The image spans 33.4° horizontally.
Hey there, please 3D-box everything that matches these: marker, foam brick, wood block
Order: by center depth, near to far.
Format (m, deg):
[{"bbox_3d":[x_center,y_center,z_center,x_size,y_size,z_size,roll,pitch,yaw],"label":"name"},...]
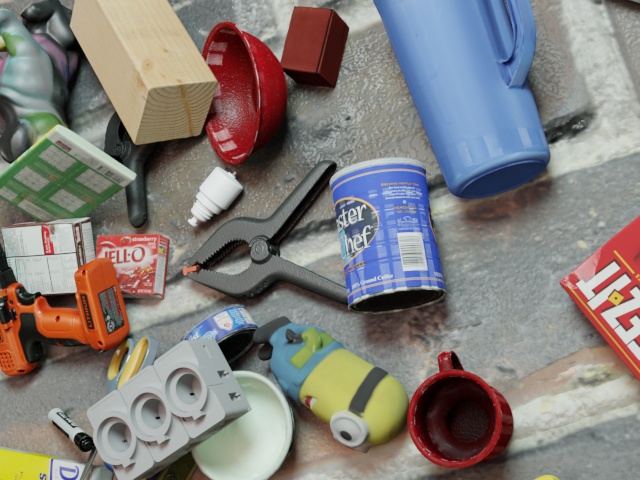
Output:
[{"bbox_3d":[-0.007,-0.221,1.220,0.051,0.053,0.078,10,81,25],"label":"foam brick"},{"bbox_3d":[-0.287,0.218,1.226,0.121,0.020,0.020,15,83,58],"label":"marker"},{"bbox_3d":[-0.213,-0.223,1.264,0.206,0.090,0.091,58,142,28],"label":"wood block"}]

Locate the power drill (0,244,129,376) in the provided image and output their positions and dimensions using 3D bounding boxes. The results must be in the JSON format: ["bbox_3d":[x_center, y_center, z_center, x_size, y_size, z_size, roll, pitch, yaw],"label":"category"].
[{"bbox_3d":[-0.324,0.066,1.253,0.188,0.057,0.184,-7,105,28],"label":"power drill"}]

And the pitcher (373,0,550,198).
[{"bbox_3d":[0.155,-0.176,1.094,0.145,0.149,0.243,-19,74,7],"label":"pitcher"}]

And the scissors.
[{"bbox_3d":[-0.246,0.194,1.222,0.202,0.016,0.096,-60,29,0],"label":"scissors"}]

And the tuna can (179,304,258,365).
[{"bbox_3d":[-0.110,0.109,1.171,0.086,0.086,0.034,-40,68,10],"label":"tuna can"}]

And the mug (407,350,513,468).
[{"bbox_3d":[0.139,0.166,1.052,0.093,0.081,0.117,-21,71,18],"label":"mug"}]

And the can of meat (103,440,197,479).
[{"bbox_3d":[-0.184,0.234,1.191,0.084,0.057,0.102,32,92,28],"label":"can of meat"}]

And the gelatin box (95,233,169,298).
[{"bbox_3d":[-0.227,0.031,1.271,0.089,0.030,0.073,-1,78,23],"label":"gelatin box"}]

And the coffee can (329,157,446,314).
[{"bbox_3d":[0.070,-0.003,1.109,0.103,0.102,0.140,-14,73,20],"label":"coffee can"}]

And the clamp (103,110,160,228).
[{"bbox_3d":[-0.231,-0.098,1.297,0.120,0.039,0.171,27,94,26],"label":"clamp"}]

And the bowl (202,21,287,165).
[{"bbox_3d":[-0.082,-0.168,1.214,0.162,0.055,0.162,23,116,58],"label":"bowl"}]

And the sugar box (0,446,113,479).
[{"bbox_3d":[-0.332,0.297,1.247,0.176,0.048,0.093,3,79,25],"label":"sugar box"}]

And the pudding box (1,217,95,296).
[{"bbox_3d":[-0.330,0.022,1.300,0.114,0.039,0.090,-4,98,25],"label":"pudding box"}]

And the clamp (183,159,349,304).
[{"bbox_3d":[-0.058,0.001,1.200,0.210,0.036,0.164,-9,75,22],"label":"clamp"}]
